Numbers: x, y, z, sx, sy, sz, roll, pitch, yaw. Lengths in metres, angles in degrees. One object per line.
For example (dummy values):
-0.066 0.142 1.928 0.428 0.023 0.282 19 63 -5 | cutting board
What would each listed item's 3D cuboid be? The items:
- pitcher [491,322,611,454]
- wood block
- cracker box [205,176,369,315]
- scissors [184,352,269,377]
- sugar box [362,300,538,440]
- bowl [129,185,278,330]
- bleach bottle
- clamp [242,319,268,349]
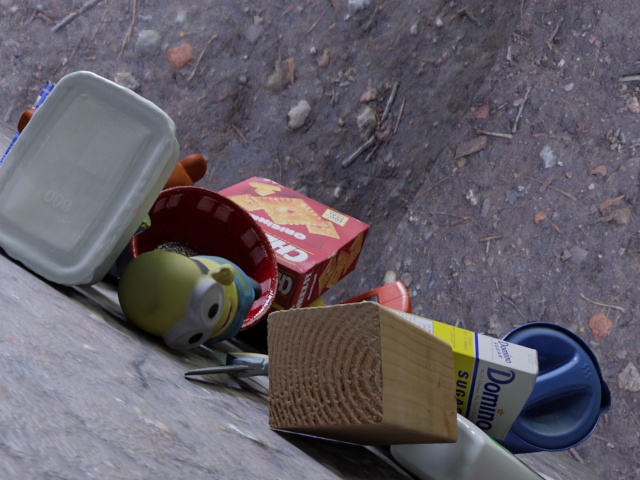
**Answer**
0.192 0.177 1.195 0.149 0.144 0.243 52 -23 3 | pitcher
0.040 0.114 0.865 0.091 0.090 0.205 -7 -16 21 | wood block
-0.058 0.001 1.213 0.164 0.072 0.213 24 21 15 | cracker box
-0.073 0.104 0.884 0.096 0.016 0.201 1 -4 37 | scissors
0.109 0.126 1.019 0.176 0.093 0.048 17 35 -3 | sugar box
-0.123 0.028 1.059 0.162 0.162 0.055 31 -41 -16 | bowl
0.179 0.235 1.029 0.250 0.068 0.103 35 -4 -41 | bleach bottle
-0.111 0.074 1.231 0.120 0.039 0.172 47 -14 -28 | clamp
